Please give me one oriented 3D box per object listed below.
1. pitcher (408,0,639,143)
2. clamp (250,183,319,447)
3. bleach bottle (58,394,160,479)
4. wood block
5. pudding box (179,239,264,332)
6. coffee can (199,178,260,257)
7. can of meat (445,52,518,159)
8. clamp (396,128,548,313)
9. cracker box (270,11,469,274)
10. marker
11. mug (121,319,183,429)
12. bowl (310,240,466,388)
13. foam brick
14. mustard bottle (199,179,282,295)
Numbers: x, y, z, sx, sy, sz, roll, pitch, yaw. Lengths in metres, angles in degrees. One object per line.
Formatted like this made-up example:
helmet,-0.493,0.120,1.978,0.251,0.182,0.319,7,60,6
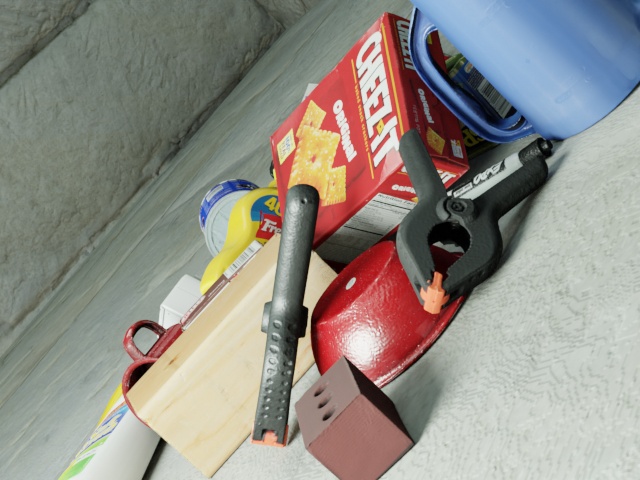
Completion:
pitcher,0.144,-0.198,0.880,0.149,0.242,0.145,-55,17,-12
clamp,-0.027,0.056,0.838,0.164,0.036,0.210,102,176,-80
bleach bottle,-0.210,0.214,1.107,0.103,0.068,0.250,-38,13,25
wood block,-0.069,0.099,0.966,0.206,0.090,0.091,-47,15,-8
pudding box,-0.067,0.071,1.038,0.113,0.090,0.039,-46,16,-1
coffee can,-0.104,-0.022,1.394,0.103,0.102,0.140,-45,13,0
can of meat,0.132,-0.127,1.044,0.102,0.084,0.057,-26,23,53
clamp,0.095,-0.022,0.819,0.039,0.120,0.171,85,-152,-45
cracker box,0.037,-0.086,1.022,0.214,0.072,0.164,-43,46,45
marker,0.151,-0.055,0.917,0.121,0.020,0.020,-32,19,43
mug,-0.149,0.127,1.074,0.093,0.117,0.081,-42,8,33
bowl,0.043,0.051,0.848,0.162,0.055,0.162,-43,13,12
foam brick,0.020,0.122,0.714,0.053,0.051,0.078,-45,14,3
mustard bottle,-0.057,0.001,1.135,0.058,0.096,0.191,-29,32,43
